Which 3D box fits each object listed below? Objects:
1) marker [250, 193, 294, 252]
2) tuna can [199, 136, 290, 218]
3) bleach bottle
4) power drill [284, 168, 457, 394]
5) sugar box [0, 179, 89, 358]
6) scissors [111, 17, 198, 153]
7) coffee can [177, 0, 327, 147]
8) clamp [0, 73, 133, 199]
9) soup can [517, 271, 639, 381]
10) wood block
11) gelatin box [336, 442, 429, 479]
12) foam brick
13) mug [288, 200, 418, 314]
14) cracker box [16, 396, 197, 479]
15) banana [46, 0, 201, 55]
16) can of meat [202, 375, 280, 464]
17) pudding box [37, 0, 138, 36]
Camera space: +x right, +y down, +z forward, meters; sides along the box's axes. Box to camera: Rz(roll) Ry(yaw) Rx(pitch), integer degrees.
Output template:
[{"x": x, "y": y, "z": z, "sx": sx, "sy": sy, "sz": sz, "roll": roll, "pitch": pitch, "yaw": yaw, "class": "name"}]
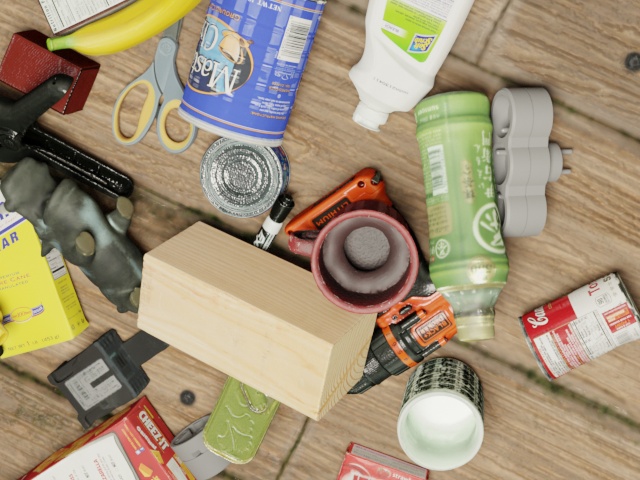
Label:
[{"x": -0.057, "y": 0.001, "z": 1.047, "sx": 0.020, "sy": 0.020, "sz": 0.121, "roll": 32, "pitch": 123, "yaw": 1, "class": "marker"}, {"x": -0.074, "y": -0.065, "z": 1.043, "sx": 0.086, "sy": 0.033, "sz": 0.086, "roll": 2, "pitch": 104, "yaw": 10, "class": "tuna can"}, {"x": 0.084, "y": -0.221, "z": 0.965, "sx": 0.102, "sy": 0.068, "sz": 0.251, "roll": 26, "pitch": 108, "yaw": 3, "class": "bleach bottle"}, {"x": 0.049, "y": 0.039, "z": 1.036, "sx": 0.184, "sy": 0.057, "sz": 0.187, "roll": -36, "pitch": 98, "yaw": 12, "class": "power drill"}, {"x": -0.315, "y": 0.026, "z": 1.101, "sx": 0.093, "sy": 0.048, "sz": 0.176, "roll": -16, "pitch": 102, "yaw": 16, "class": "sugar box"}, {"x": -0.135, "y": -0.171, "z": 1.038, "sx": 0.096, "sy": 0.016, "sz": 0.202, "roll": 33, "pitch": 107, "yaw": 1, "class": "scissors"}, {"x": -0.063, "y": -0.169, "z": 0.981, "sx": 0.103, "sy": 0.102, "sz": 0.140, "roll": 20, "pitch": 106, "yaw": 5, "class": "coffee can"}, {"x": -0.293, "y": -0.114, "z": 1.034, "sx": 0.210, "sy": 0.036, "sz": 0.164, "roll": 14, "pitch": 147, "yaw": 17, "class": "clamp"}, {"x": 0.247, "y": 0.081, "z": 1.003, "sx": 0.102, "sy": 0.068, "sz": 0.068, "roll": -28, "pitch": 97, "yaw": 15, "class": "soup can"}, {"x": -0.062, "y": 0.072, "z": 1.007, "sx": 0.206, "sy": 0.090, "sz": 0.090, "roll": 24, "pitch": 123, "yaw": 22, "class": "wood block"}, {"x": 0.059, "y": 0.258, "z": 1.099, "sx": 0.089, "sy": 0.030, "sz": 0.073, "roll": 19, "pitch": 106, "yaw": 5, "class": "gelatin box"}, {"x": -0.266, "y": -0.165, "z": 1.044, "sx": 0.078, "sy": 0.053, "sz": 0.051, "roll": 29, "pitch": 107, "yaw": 3, "class": "foam brick"}, {"x": 0.029, "y": 0.009, "z": 0.957, "sx": 0.117, "sy": 0.081, "sz": 0.093, "roll": 7, "pitch": 104, "yaw": 3, "class": "mug"}, {"x": -0.229, "y": 0.291, "z": 1.137, "sx": 0.214, "sy": 0.072, "sz": 0.164, "roll": -34, "pitch": 95, "yaw": 17, "class": "cracker box"}, {"x": -0.161, "y": -0.211, "z": 0.988, "sx": 0.198, "sy": 0.069, "sz": 0.037, "roll": -21, "pitch": 94, "yaw": 29, "class": "banana"}, {"x": -0.069, "y": 0.159, "z": 1.070, "sx": 0.057, "sy": 0.084, "sz": 0.102, "roll": 26, "pitch": 106, "yaw": 3, "class": "can of meat"}, {"x": -0.222, "y": -0.258, "z": 1.022, "sx": 0.114, "sy": 0.039, "sz": 0.090, "roll": -21, "pitch": 99, "yaw": 16, "class": "pudding box"}]
